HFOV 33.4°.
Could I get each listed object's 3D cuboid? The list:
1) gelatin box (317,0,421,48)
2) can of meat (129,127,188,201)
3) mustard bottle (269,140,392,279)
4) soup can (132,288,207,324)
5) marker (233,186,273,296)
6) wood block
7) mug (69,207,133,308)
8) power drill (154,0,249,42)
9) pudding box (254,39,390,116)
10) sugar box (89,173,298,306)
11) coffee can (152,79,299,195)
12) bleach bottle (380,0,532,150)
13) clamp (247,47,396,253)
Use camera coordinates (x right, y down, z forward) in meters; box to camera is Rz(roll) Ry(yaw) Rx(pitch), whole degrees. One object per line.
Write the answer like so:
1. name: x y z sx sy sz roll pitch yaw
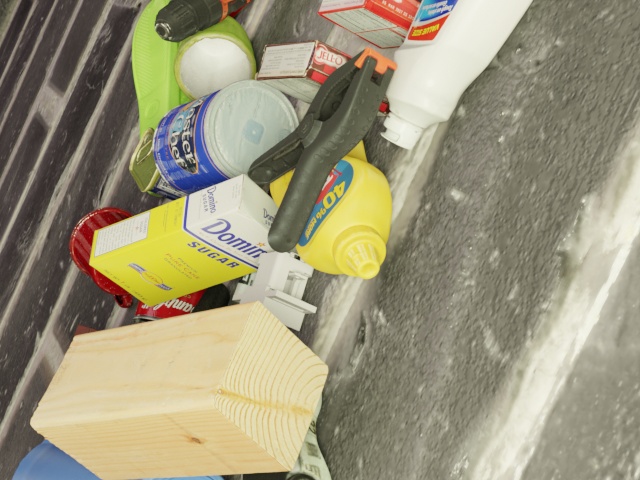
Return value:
1. gelatin box: 0.051 -0.196 0.924 0.089 0.073 0.030 12 81 62
2. can of meat: -0.159 -0.076 1.196 0.057 0.083 0.102 -62 28 10
3. mustard bottle: 0.013 -0.027 0.882 0.096 0.058 0.192 -52 31 18
4. soup can: -0.147 0.043 1.103 0.069 0.068 0.102 -13 59 58
5. marker: -0.057 0.001 1.027 0.020 0.020 0.121 -1 70 61
6. wood block: -0.109 0.119 0.805 0.207 0.090 0.090 -12 43 39
7. mug: -0.244 0.027 1.281 0.082 0.093 0.117 36 132 57
8. power drill: -0.071 -0.279 1.124 0.188 0.057 0.184 -11 28 44
9. pudding box: 0.005 -0.143 0.949 0.114 0.089 0.039 11 80 63
10. sugar box: -0.117 0.004 0.990 0.176 0.093 0.048 -17 52 29
11. coffee can: -0.098 -0.101 1.086 0.141 0.102 0.103 -6 65 60
12. bleach bottle: 0.119 -0.182 0.808 0.251 0.068 0.103 -62 27 14
13. clamp: -0.004 -0.083 0.859 0.171 0.039 0.120 -54 36 13
